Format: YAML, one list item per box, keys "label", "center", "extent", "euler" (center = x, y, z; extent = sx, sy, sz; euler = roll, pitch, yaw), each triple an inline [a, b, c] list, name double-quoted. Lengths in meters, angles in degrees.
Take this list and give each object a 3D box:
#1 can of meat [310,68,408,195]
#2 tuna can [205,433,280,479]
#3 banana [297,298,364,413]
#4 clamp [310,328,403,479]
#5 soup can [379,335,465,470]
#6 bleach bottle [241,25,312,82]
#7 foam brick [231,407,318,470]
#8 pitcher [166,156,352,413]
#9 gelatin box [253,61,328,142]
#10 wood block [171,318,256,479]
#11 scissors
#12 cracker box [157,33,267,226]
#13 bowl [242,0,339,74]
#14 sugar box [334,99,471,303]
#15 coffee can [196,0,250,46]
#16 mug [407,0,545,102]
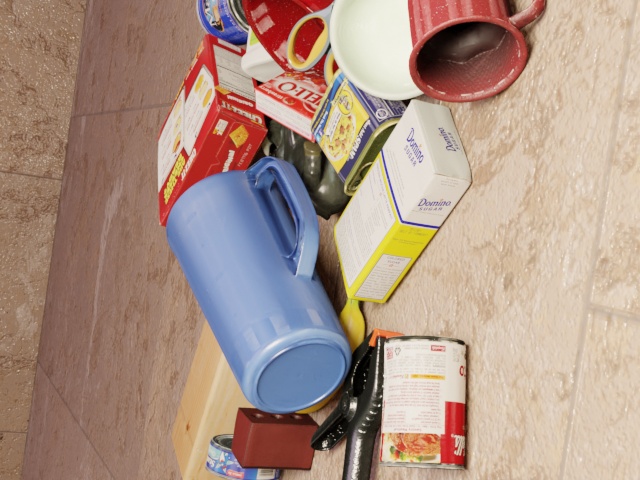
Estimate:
- label: "can of meat"
  center: [0.040, -0.107, 1.014]
  extent: [0.084, 0.057, 0.102]
  euler: [58, 141, 26]
- label: "tuna can"
  center: [-0.085, 0.245, 1.202]
  extent: [0.086, 0.086, 0.034]
  euler: [-164, 84, -68]
- label: "banana"
  center: [0.005, 0.131, 1.091]
  extent: [0.069, 0.037, 0.198]
  euler: [-75, 12, -49]
- label: "clamp"
  center: [0.033, 0.158, 1.006]
  extent: [0.120, 0.039, 0.171]
  euler: [34, 108, 61]
- label: "soup can"
  center: [0.082, 0.131, 0.855]
  extent: [0.069, 0.068, 0.102]
  euler: [155, 120, -64]
- label: "bleach bottle"
  center: [-0.036, -0.319, 1.270]
  extent: [0.103, 0.068, 0.251]
  euler: [-9, 70, 36]
- label: "foam brick"
  center: [-0.050, 0.211, 1.138]
  extent: [0.053, 0.078, 0.051]
  euler: [-150, 67, -66]
- label: "pitcher"
  center: [-0.055, 0.041, 1.046]
  extent: [0.243, 0.145, 0.149]
  euler: [-120, 10, -45]
- label: "gelatin box"
  center: [-0.012, -0.145, 1.101]
  extent: [0.089, 0.073, 0.030]
  euler: [32, 141, 32]
- label: "wood block"
  center: [-0.105, 0.180, 1.267]
  extent: [0.091, 0.090, 0.206]
  euler: [-119, 42, -54]
- label: "scissors"
  center: [0.036, -0.213, 1.001]
  extent: [0.096, 0.016, 0.202]
  euler: [52, 135, 3]
- label: "cracker box"
  center: [-0.134, -0.127, 1.283]
  extent: [0.164, 0.072, 0.214]
  euler: [-60, 24, 26]
- label: "bowl"
  center: [-0.006, -0.223, 1.128]
  extent: [0.055, 0.162, 0.162]
  euler: [-47, 15, -17]
- label: "sugar box"
  center: [0.071, -0.032, 0.968]
  extent: [0.176, 0.048, 0.093]
  euler: [-55, 35, 42]
- label: "coffee can"
  center: [-0.092, -0.306, 1.374]
  extent: [0.140, 0.102, 0.103]
  euler: [-165, 83, -67]
- label: "mug"
  center: [0.122, -0.176, 0.848]
  extent: [0.117, 0.093, 0.081]
  euler: [-26, 48, 28]
